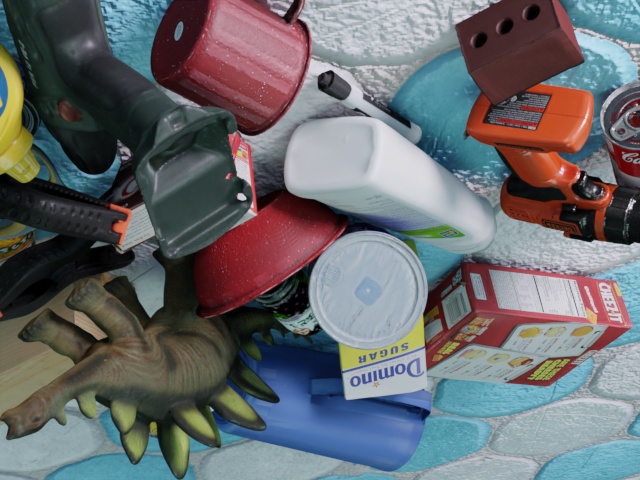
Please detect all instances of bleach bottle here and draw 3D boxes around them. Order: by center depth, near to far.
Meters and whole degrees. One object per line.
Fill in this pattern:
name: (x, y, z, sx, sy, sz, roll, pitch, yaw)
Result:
bleach bottle: (0.081, -0.036, 0.962, 0.103, 0.068, 0.250, -1, 163, 36)

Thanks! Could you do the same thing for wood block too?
wood block: (-0.291, 0.109, 1.087, 0.206, 0.091, 0.090, -26, 146, 26)

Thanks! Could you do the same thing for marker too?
marker: (0.040, -0.109, 0.878, 0.020, 0.020, 0.120, -30, 143, 31)

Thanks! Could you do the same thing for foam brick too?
foam brick: (0.150, -0.149, 0.807, 0.078, 0.053, 0.051, -26, 145, 24)

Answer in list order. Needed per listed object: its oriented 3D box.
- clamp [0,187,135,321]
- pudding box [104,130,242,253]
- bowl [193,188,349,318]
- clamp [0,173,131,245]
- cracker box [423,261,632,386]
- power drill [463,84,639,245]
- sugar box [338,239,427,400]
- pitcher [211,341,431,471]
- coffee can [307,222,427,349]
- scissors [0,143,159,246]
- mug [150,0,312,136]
clamp: (-0.231, 0.024, 0.954, 0.171, 0.039, 0.120, -34, 154, -18)
pudding box: (-0.122, -0.048, 0.865, 0.114, 0.090, 0.039, -27, 120, 27)
bowl: (-0.056, 0.001, 0.947, 0.162, 0.162, 0.055, -27, 102, 28)
clamp: (-0.244, -0.036, 0.783, 0.209, 0.036, 0.164, 18, -173, -12)
cracker box: (0.214, 0.098, 1.213, 0.213, 0.072, 0.164, 7, 146, -26)
power drill: (0.216, -0.057, 0.904, 0.185, 0.057, 0.187, 12, 158, 36)
sugar box: (0.061, 0.086, 1.117, 0.093, 0.048, 0.176, -8, 122, 1)
pitcher: (0.002, 0.188, 1.256, 0.242, 0.145, 0.149, 16, 112, -30)
coffee can: (0.039, 0.038, 0.981, 0.103, 0.103, 0.140, -8, -176, 0)
scissors: (-0.212, -0.012, 0.896, 0.201, 0.016, 0.096, 39, 92, -26)
mug: (-0.059, -0.140, 0.746, 0.081, 0.093, 0.117, 23, 118, -34)
